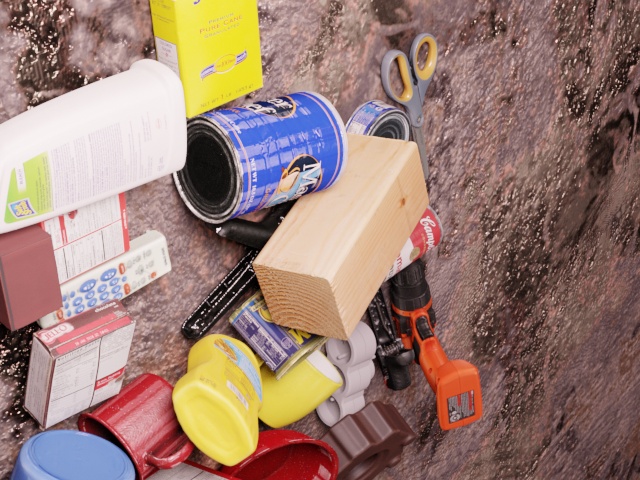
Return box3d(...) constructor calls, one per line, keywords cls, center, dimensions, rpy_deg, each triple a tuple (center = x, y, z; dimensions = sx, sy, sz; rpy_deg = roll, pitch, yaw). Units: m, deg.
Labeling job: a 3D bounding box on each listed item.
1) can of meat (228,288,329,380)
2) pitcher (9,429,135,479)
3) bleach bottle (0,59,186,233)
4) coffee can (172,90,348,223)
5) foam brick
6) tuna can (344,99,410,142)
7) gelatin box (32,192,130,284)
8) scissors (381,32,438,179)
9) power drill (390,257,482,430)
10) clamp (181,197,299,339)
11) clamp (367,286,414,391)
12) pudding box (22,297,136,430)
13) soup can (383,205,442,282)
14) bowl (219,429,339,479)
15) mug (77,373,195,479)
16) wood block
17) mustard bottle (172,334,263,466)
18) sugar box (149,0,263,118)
box3d(cls="can of meat", center=(-0.037, 0.088, 1.148), dimensions=(0.101, 0.084, 0.058), rpy_deg=(-33, 167, -50))
box3d(cls="pitcher", center=(-0.267, 0.302, 0.998), dimensions=(0.149, 0.145, 0.243), rpy_deg=(-7, 121, -57))
box3d(cls="bleach bottle", center=(-0.228, -0.067, 0.868), dimensions=(0.250, 0.068, 0.102), rpy_deg=(-25, 130, -35))
box3d(cls="coffee can", center=(-0.057, -0.082, 1.023), dimensions=(0.140, 0.103, 0.103), rpy_deg=(-20, 127, -41))
box3d(cls="foam brick", center=(-0.257, 0.026, 0.900), dimensions=(0.051, 0.053, 0.078), rpy_deg=(-29, 134, -36))
box3d(cls="tuna can", center=(0.063, -0.113, 1.202), dimensions=(0.086, 0.034, 0.086), rpy_deg=(-28, 132, -36))
box3d(cls="gelatin box", center=(-0.215, -0.009, 0.946), dimensions=(0.089, 0.030, 0.073), rpy_deg=(-29, 134, -36))
box3d(cls="scissors", center=(0.121, -0.163, 1.254), dimensions=(0.096, 0.016, 0.201), rpy_deg=(-52, 143, -13))
box3d(cls="power drill", center=(0.139, 0.126, 1.327), dimensions=(0.057, 0.188, 0.184), rpy_deg=(-18, 131, -5))
box3d(cls="clamp", center=(-0.057, 0.001, 1.113), dimensions=(0.209, 0.036, 0.165), rpy_deg=(-34, 153, -35))
box3d(cls="clamp", center=(0.086, 0.130, 1.356), dimensions=(0.039, 0.120, 0.171), rpy_deg=(-14, 153, -7))
box3d(cls="pudding box", center=(-0.223, 0.114, 0.985), dimensions=(0.089, 0.039, 0.114), rpy_deg=(-23, 146, -38))
box3d(cls="soup can", center=(0.088, 0.001, 1.277), dimensions=(0.102, 0.069, 0.068), rpy_deg=(-32, 135, -32))
box3d(cls="bowl", center=(-0.061, 0.272, 1.241), dimensions=(0.162, 0.055, 0.162), rpy_deg=(-18, 134, -20))
box3d(cls="mug", center=(-0.172, 0.189, 1.057), dimensions=(0.081, 0.117, 0.093), rpy_deg=(-38, 129, -35))
box3d(cls="wood block", center=(0.026, -0.008, 1.097), dimensions=(0.205, 0.090, 0.091), rpy_deg=(-56, 144, -36))
box3d(cls="mustard bottle", center=(-0.098, 0.147, 1.092), dimensions=(0.058, 0.191, 0.096), rpy_deg=(-37, 102, 11))
box3d(cls="sugar box", center=(-0.101, -0.206, 0.939), dimensions=(0.093, 0.048, 0.176), rpy_deg=(-30, 134, -34))
